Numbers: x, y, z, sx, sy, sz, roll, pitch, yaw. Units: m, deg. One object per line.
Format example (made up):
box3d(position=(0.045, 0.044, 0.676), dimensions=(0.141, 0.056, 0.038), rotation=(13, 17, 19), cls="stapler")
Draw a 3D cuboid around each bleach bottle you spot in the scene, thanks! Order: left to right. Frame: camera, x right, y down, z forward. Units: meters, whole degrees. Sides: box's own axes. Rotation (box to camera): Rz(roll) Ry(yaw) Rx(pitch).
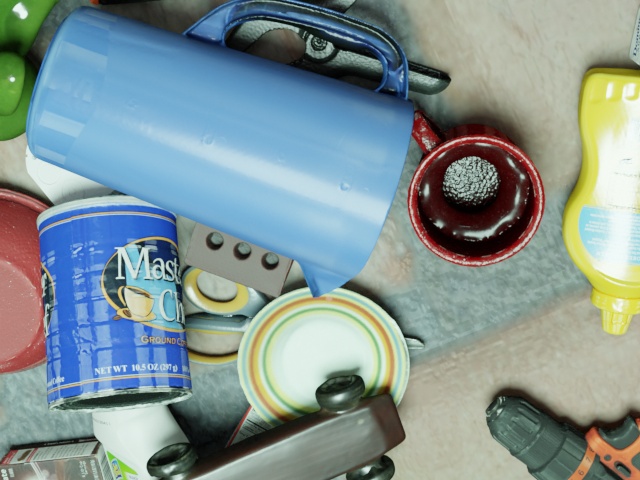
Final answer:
box3d(position=(-0.121, 0.204, 0.855), dimensions=(0.103, 0.067, 0.251), rotation=(-3, 110, 50), cls="bleach bottle")

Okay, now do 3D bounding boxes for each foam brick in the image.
box3d(position=(-0.055, 0.001, 0.808), dimensions=(0.078, 0.051, 0.053), rotation=(19, 108, 0), cls="foam brick")

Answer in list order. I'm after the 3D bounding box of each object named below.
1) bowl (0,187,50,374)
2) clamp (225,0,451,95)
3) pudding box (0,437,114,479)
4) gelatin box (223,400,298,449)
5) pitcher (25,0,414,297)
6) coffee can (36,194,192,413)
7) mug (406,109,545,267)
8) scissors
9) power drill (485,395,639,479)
box3d(position=(-0.258, 0.043, 0.823), dimensions=(0.162, 0.055, 0.162), rotation=(-2, 111, -6), cls="bowl")
box3d(position=(0.004, -0.156, 0.762), dimensions=(0.171, 0.039, 0.120), rotation=(-5, 106, 5), cls="clamp")
box3d(position=(-0.212, 0.225, 0.897), dimensions=(0.090, 0.039, 0.113), rotation=(-8, 105, 9), cls="pudding box")
box3d(position=(-0.040, 0.175, 0.869), dimensions=(0.073, 0.030, 0.089), rotation=(29, 107, -1), cls="gelatin box")
box3d(position=(-0.063, -0.080, 0.723), dimensions=(0.242, 0.149, 0.145), rotation=(19, 139, -6), cls="pitcher")
box3d(position=(-0.150, 0.049, 0.777), dimensions=(0.103, 0.102, 0.140), rotation=(-9, 76, 9), cls="coffee can")
box3d(position=(0.101, -0.046, 0.761), dimensions=(0.093, 0.081, 0.117), rotation=(-42, 98, 15), cls="mug")
box3d(position=(-0.024, 0.053, 0.839), dimensions=(0.202, 0.016, 0.096), rotation=(-8, 105, 8), cls="scissors")
box3d(position=(0.245, 0.133, 0.813), dimensions=(0.184, 0.057, 0.188), rotation=(37, 109, -9), cls="power drill")
